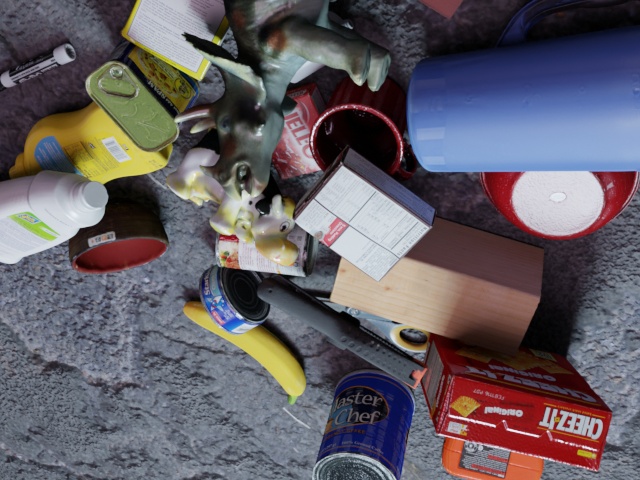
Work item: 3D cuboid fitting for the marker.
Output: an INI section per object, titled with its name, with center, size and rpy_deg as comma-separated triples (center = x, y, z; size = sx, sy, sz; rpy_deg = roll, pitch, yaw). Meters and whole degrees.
[marker]
center = -0.313, -0.181, 1.139
size = 0.121, 0.020, 0.020
rpy_deg = -17, 120, 26

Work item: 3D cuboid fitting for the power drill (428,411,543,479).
[power drill]
center = 0.209, 0.221, 1.200
size = 0.184, 0.187, 0.057
rpy_deg = 10, 97, 8

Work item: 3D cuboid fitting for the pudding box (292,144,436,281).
[pudding box]
center = 0.042, -0.025, 1.039
size = 0.113, 0.039, 0.090
rpy_deg = 34, 123, -12

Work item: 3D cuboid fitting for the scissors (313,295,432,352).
[scissors]
center = 0.052, 0.094, 1.250
size = 0.202, 0.016, 0.096
rpy_deg = -4, 125, 18

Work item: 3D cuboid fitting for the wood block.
[wood block]
center = 0.124, 0.037, 1.140
size = 0.206, 0.090, 0.090
rpy_deg = 16, 129, 2

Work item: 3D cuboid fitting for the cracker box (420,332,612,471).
[cracker box]
center = 0.198, 0.160, 1.127
size = 0.164, 0.213, 0.072
rpy_deg = 12, 97, -1

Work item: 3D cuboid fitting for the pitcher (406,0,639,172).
[pitcher]
center = 0.207, -0.133, 0.966
size = 0.243, 0.149, 0.145
rpy_deg = -2, 133, 22

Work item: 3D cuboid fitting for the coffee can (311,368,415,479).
[coffee can]
center = 0.054, 0.239, 1.279
size = 0.103, 0.140, 0.103
rpy_deg = 7, 128, 10

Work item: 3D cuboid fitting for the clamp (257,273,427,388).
[clamp]
center = 0.019, 0.095, 1.157
size = 0.210, 0.164, 0.036
rpy_deg = 32, 91, 8

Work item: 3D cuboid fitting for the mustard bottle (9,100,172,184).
[mustard bottle]
center = -0.263, -0.098, 1.163
size = 0.192, 0.058, 0.096
rpy_deg = -16, 130, 25

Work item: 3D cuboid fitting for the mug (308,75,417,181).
[mug]
center = 0.051, -0.106, 1.056
size = 0.117, 0.081, 0.093
rpy_deg = 38, 126, -14

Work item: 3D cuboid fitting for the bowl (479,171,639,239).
[bowl]
center = 0.236, -0.056, 1.062
size = 0.162, 0.055, 0.162
rpy_deg = 7, 127, 9

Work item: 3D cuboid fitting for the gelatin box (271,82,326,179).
[gelatin box]
center = -0.024, -0.112, 1.105
size = 0.073, 0.030, 0.089
rpy_deg = -13, 122, 23

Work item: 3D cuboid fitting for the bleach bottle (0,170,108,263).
[bleach bottle]
center = -0.303, -0.029, 1.157
size = 0.102, 0.068, 0.251
rpy_deg = 31, 154, -37

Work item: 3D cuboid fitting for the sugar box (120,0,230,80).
[sugar box]
center = -0.116, -0.249, 1.019
size = 0.093, 0.048, 0.176
rpy_deg = 29, 125, -8

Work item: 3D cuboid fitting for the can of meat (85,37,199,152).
[can of meat]
center = -0.177, -0.154, 1.081
size = 0.058, 0.084, 0.102
rpy_deg = -28, 115, 31

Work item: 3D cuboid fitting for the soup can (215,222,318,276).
[soup can]
center = -0.058, 0.001, 1.177
size = 0.102, 0.068, 0.068
rpy_deg = 7, 128, 10

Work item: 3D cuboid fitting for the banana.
[banana]
center = -0.080, 0.133, 1.302
size = 0.070, 0.037, 0.197
rpy_deg = -33, 112, 31

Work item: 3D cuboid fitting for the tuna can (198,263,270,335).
[tuna can]
center = -0.097, 0.063, 1.222
size = 0.034, 0.086, 0.086
rpy_deg = -30, 114, 30
